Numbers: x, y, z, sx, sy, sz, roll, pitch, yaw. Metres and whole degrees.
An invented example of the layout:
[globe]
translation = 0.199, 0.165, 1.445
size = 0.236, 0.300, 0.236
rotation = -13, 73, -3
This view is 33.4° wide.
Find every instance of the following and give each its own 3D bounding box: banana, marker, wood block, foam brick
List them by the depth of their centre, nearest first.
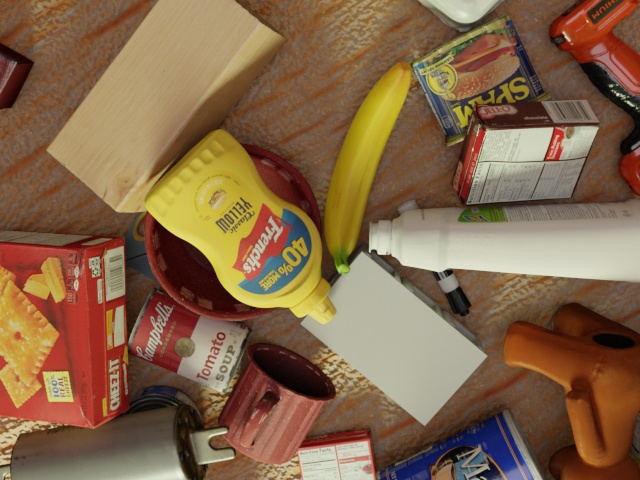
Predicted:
[wood block]
translation = -0.135, -0.132, 0.954
size = 0.091, 0.090, 0.206
rotation = 40, 99, 7
[banana]
translation = 0.040, -0.066, 0.975
size = 0.037, 0.070, 0.198
rotation = 16, 89, -31
[foam brick]
translation = -0.315, -0.161, 0.984
size = 0.078, 0.053, 0.051
rotation = 29, 99, -1
[marker]
translation = 0.109, 0.018, 1.007
size = 0.020, 0.020, 0.121
rotation = -28, 97, 7

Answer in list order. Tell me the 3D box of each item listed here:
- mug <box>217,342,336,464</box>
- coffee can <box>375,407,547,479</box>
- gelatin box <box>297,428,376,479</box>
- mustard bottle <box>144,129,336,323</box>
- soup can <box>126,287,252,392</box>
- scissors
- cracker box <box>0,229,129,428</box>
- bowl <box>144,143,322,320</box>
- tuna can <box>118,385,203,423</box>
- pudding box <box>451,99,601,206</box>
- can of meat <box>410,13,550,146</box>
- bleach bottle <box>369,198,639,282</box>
[mug]
translation = -0.047, 0.157, 0.992
size = 0.093, 0.117, 0.081
rotation = 30, 104, 5
[coffee can]
translation = 0.137, 0.233, 0.998
size = 0.140, 0.103, 0.103
rotation = -27, 97, 7
[gelatin box]
translation = 0.020, 0.233, 1.042
size = 0.073, 0.030, 0.089
rotation = -9, 99, 6
[mustard bottle]
translation = -0.056, 0.001, 0.932
size = 0.096, 0.058, 0.191
rotation = -45, 102, -7
[soup can]
translation = -0.124, 0.095, 1.008
size = 0.102, 0.068, 0.068
rotation = 23, 100, -2
[scissors]
translation = -0.193, 0.030, 1.026
size = 0.202, 0.016, 0.096
rotation = -32, 94, 7
[cracker box]
translation = -0.284, 0.075, 0.982
size = 0.214, 0.072, 0.164
rotation = 3, 99, 21
[bowl]
translation = -0.082, -0.010, 0.985
size = 0.162, 0.055, 0.162
rotation = -1, 97, -10
[tuna can]
translation = -0.158, 0.186, 1.041
size = 0.086, 0.033, 0.086
rotation = 0, 99, 3
[pudding box]
translation = 0.180, -0.077, 0.943
size = 0.113, 0.039, 0.090
rotation = -3, 135, -14
[can of meat]
translation = 0.142, -0.144, 0.961
size = 0.102, 0.057, 0.084
rotation = -25, 95, 7
[bleach bottle]
translation = 0.170, -0.002, 0.960
size = 0.251, 0.102, 0.068
rotation = 1, 102, 4
